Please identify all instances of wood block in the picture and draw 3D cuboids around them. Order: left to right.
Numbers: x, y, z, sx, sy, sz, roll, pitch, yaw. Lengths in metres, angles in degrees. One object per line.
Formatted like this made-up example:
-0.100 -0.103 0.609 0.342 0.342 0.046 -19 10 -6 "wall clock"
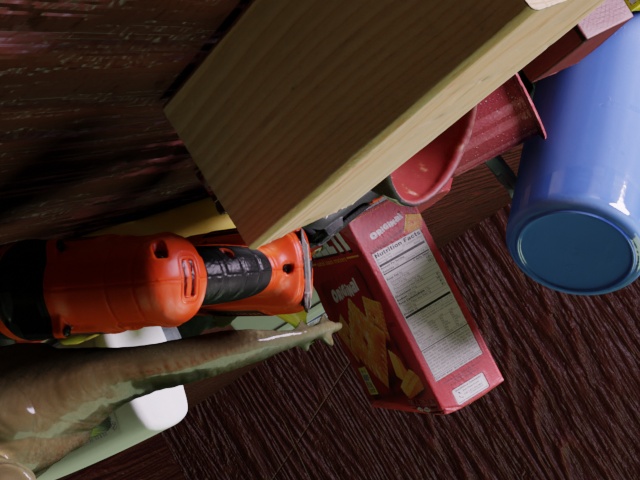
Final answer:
0.025 -0.090 0.494 0.090 0.091 0.206 -26 171 -43 "wood block"

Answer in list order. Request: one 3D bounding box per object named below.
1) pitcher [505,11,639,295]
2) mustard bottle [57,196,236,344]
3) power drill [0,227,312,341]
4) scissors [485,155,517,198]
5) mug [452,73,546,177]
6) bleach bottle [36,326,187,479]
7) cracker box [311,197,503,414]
0.237 -0.072 0.873 0.149 0.145 0.242 -16 -143 38 "pitcher"
-0.106 0.011 0.771 0.191 0.058 0.096 -23 159 -50 "mustard bottle"
-0.105 0.024 0.603 0.185 0.057 0.187 -3 -179 31 "power drill"
0.153 -0.058 0.907 0.016 0.202 0.096 -40 148 16 "scissors"
0.116 -0.102 0.827 0.081 0.093 0.117 -28 -175 10 "mug"
-0.226 0.140 0.842 0.251 0.102 0.068 -25 173 26 "bleach bottle"
0.053 0.046 0.946 0.072 0.213 0.164 -29 -175 -19 "cracker box"
